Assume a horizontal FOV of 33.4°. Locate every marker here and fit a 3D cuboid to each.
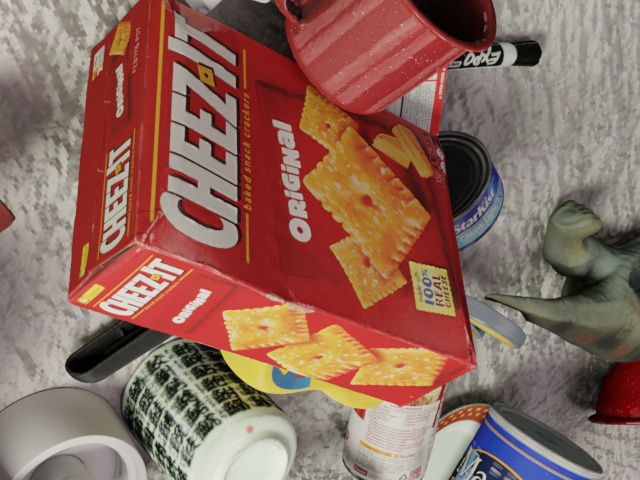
[{"bbox_3d":[0.107,-0.127,0.733,0.120,0.020,0.020,-9,119,-34],"label":"marker"}]

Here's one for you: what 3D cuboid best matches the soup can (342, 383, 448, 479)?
[{"bbox_3d":[0.057,0.128,0.805,0.068,0.069,0.102,-7,119,-35],"label":"soup can"}]

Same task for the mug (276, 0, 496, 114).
[{"bbox_3d":[0.027,-0.124,0.575,0.117,0.093,0.082,13,146,-41],"label":"mug"}]

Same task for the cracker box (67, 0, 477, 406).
[{"bbox_3d":[-0.020,-0.018,0.575,0.213,0.164,0.072,23,138,-33],"label":"cracker box"}]

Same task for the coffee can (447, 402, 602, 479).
[{"bbox_3d":[0.150,0.219,0.873,0.102,0.103,0.140,24,99,-43],"label":"coffee can"}]

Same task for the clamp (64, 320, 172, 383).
[{"bbox_3d":[-0.054,0.001,0.669,0.209,0.036,0.165,-7,119,-37],"label":"clamp"}]

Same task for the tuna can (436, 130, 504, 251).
[{"bbox_3d":[0.079,-0.031,0.720,0.086,0.086,0.033,-45,134,-8],"label":"tuna can"}]

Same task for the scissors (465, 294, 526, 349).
[{"bbox_3d":[0.079,0.030,0.755,0.201,0.096,0.016,39,78,-47],"label":"scissors"}]
